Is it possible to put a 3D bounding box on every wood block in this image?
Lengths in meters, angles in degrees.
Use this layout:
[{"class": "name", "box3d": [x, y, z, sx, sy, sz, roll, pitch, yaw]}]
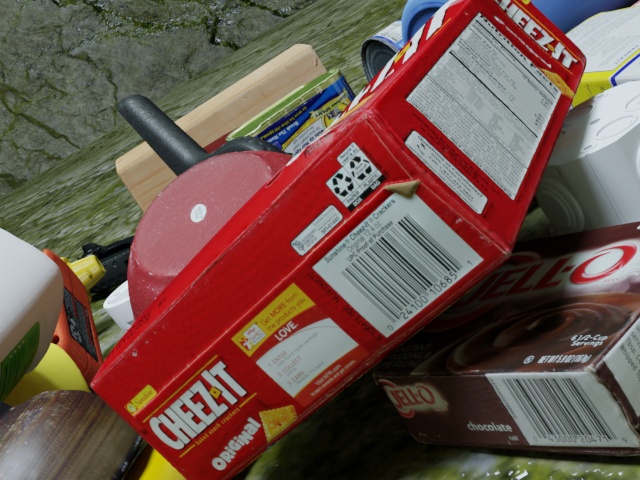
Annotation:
[{"class": "wood block", "box3d": [-0.079, -0.089, 0.989, 0.206, 0.091, 0.090, -33, 15, -3]}]

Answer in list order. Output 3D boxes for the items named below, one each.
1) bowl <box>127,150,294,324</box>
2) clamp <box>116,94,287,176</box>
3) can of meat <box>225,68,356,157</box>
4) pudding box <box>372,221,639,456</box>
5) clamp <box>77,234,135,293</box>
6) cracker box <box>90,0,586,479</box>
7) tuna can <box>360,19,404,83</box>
[{"class": "bowl", "box3d": [-0.054, 0.001, 0.612, 0.162, 0.055, 0.162, -21, 41, 19]}, {"class": "clamp", "box3d": [-0.074, -0.014, 0.748, 0.210, 0.164, 0.036, 11, 13, 40]}, {"class": "can of meat", "box3d": [-0.007, -0.065, 0.781, 0.102, 0.084, 0.057, -36, 15, -11]}, {"class": "pudding box", "box3d": [0.085, 0.032, 0.375, 0.089, 0.039, 0.114, -41, 17, -30]}, {"class": "clamp", "box3d": [-0.215, 0.031, 0.984, 0.172, 0.039, 0.120, -13, 26, 51]}, {"class": "cracker box", "box3d": [0.018, -0.015, 0.446, 0.164, 0.072, 0.213, -43, 5, 32]}, {"class": "tuna can", "box3d": [0.070, -0.124, 0.812, 0.033, 0.086, 0.086, -35, 15, -15]}]
